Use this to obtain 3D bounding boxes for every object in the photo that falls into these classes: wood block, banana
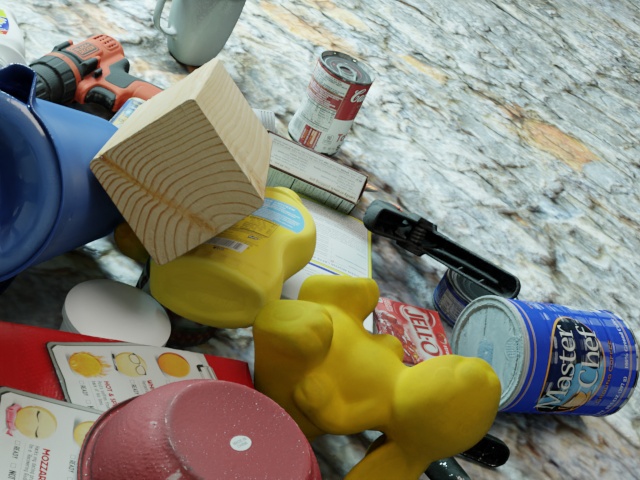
[{"bbox_3d":[-0.099,-0.068,0.823,0.091,0.090,0.206,57,9,-15],"label":"wood block"},{"bbox_3d":[-0.118,-0.009,0.928,0.037,0.070,0.197,45,34,18],"label":"banana"}]

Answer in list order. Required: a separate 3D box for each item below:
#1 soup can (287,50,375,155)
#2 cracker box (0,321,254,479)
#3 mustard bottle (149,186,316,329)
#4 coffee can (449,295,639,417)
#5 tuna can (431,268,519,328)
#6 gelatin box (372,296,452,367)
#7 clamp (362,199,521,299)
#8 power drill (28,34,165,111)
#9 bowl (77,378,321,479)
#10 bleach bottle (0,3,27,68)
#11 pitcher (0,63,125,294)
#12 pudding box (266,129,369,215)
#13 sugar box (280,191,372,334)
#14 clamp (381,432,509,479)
[{"bbox_3d":[0.011,-0.157,1.226,0.068,0.102,0.068,20,31,-13],"label":"soup can"},{"bbox_3d":[-0.141,0.141,0.678,0.213,0.072,0.164,13,35,-25],"label":"cracker box"},{"bbox_3d":[-0.056,0.001,0.860,0.096,0.058,0.191,12,27,14],"label":"mustard bottle"},{"bbox_3d":[0.203,0.107,0.971,0.140,0.103,0.103,8,35,-31],"label":"coffee can"},{"bbox_3d":[0.157,0.061,1.074,0.086,0.034,0.086,20,31,-13],"label":"tuna can"},{"bbox_3d":[0.079,0.092,0.968,0.073,0.030,0.089,16,32,-19],"label":"gelatin box"},{"bbox_3d":[0.087,-0.009,1.042,0.164,0.036,0.210,27,5,-22],"label":"clamp"},{"bbox_3d":[-0.200,-0.133,1.067,0.187,0.057,0.184,32,33,5],"label":"power drill"},{"bbox_3d":[-0.058,0.135,0.632,0.162,0.055,0.162,21,33,-15],"label":"bowl"},{"bbox_3d":[-0.302,-0.167,0.949,0.102,0.068,0.251,4,17,-27],"label":"bleach bottle"},{"bbox_3d":[-0.219,-0.035,0.790,0.242,0.149,0.145,-32,101,-82],"label":"pitcher"},{"bbox_3d":[-0.016,-0.059,1.067,0.113,0.090,0.039,23,70,-5],"label":"pudding box"},{"bbox_3d":[0.000,0.030,0.986,0.093,0.048,0.176,24,33,-11],"label":"sugar box"},{"bbox_3d":[0.070,0.148,0.860,0.171,0.039,0.120,30,11,11],"label":"clamp"}]
